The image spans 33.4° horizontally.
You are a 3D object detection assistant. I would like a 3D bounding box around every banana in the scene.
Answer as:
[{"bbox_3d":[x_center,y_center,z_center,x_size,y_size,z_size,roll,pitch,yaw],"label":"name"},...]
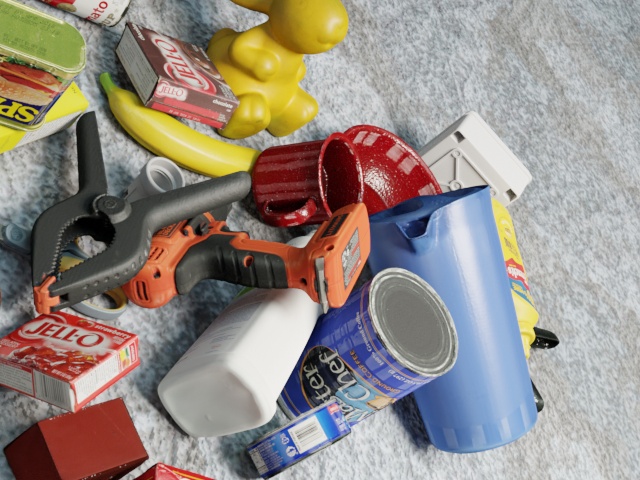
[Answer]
[{"bbox_3d":[-0.124,-0.098,1.024,0.197,0.037,0.069,28,45,-27],"label":"banana"}]

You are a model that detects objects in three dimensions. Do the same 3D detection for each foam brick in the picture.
[{"bbox_3d":[-0.174,0.153,0.766,0.078,0.053,0.051,-11,69,-48],"label":"foam brick"}]

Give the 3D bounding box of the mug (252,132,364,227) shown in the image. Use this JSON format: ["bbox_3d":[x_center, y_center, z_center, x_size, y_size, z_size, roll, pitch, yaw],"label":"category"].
[{"bbox_3d":[-0.017,-0.049,1.037,0.117,0.082,0.093,-59,135,-46],"label":"mug"}]

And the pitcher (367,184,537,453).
[{"bbox_3d":[0.130,0.072,1.036,0.149,0.145,0.243,-20,97,-33],"label":"pitcher"}]

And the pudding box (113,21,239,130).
[{"bbox_3d":[-0.140,-0.158,1.026,0.089,0.039,0.114,14,27,-38],"label":"pudding box"}]

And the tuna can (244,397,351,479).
[{"bbox_3d":[-0.018,0.165,0.887,0.085,0.086,0.034,-18,76,-50],"label":"tuna can"}]

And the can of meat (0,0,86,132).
[{"bbox_3d":[-0.243,-0.138,0.826,0.101,0.084,0.057,17,52,-34],"label":"can of meat"}]

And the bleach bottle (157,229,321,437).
[{"bbox_3d":[-0.040,0.063,0.929,0.068,0.103,0.250,58,37,-17],"label":"bleach bottle"}]

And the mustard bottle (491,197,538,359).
[{"bbox_3d":[0.193,0.045,1.153,0.096,0.058,0.191,38,33,-45],"label":"mustard bottle"}]

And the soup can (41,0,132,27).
[{"bbox_3d":[-0.233,-0.251,1.010,0.102,0.069,0.068,18,50,-36],"label":"soup can"}]

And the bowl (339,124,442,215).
[{"bbox_3d":[0.064,-0.044,1.154,0.161,0.055,0.162,26,45,-29],"label":"bowl"}]

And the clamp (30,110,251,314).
[{"bbox_3d":[-0.176,-0.024,0.865,0.165,0.036,0.209,26,48,16],"label":"clamp"}]

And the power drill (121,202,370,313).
[{"bbox_3d":[-0.056,0.001,0.916,0.184,0.188,0.057,-62,148,-55],"label":"power drill"}]

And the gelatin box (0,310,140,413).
[{"bbox_3d":[-0.190,0.085,0.782,0.073,0.089,0.030,-36,133,-50],"label":"gelatin box"}]

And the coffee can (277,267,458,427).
[{"bbox_3d":[0.037,0.101,0.945,0.102,0.141,0.103,26,46,-29],"label":"coffee can"}]

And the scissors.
[{"bbox_3d":[-0.234,-0.010,0.864,0.201,0.016,0.096,38,39,-16],"label":"scissors"}]
